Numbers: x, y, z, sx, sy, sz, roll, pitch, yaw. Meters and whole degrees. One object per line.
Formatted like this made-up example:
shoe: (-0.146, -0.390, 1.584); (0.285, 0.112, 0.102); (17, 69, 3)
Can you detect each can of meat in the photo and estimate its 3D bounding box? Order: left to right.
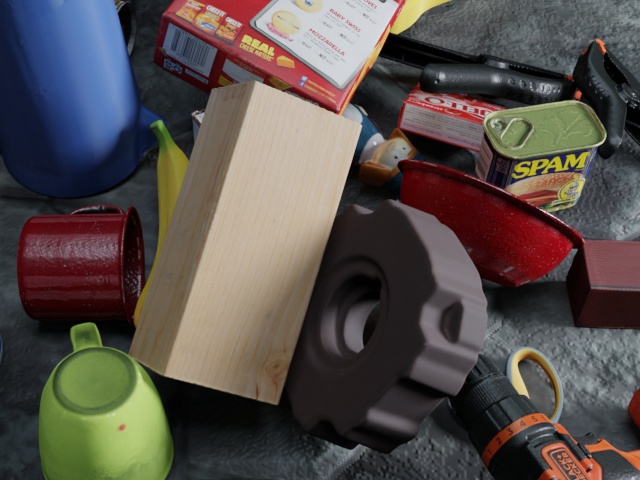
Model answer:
can of meat: (0.185, -0.068, 0.927); (0.102, 0.084, 0.057); (-10, 51, -13)

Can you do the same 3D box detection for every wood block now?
wood block: (-0.055, 0.001, 0.763); (0.090, 0.090, 0.206); (19, 85, -25)

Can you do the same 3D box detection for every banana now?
banana: (-0.123, -0.001, 0.861); (0.037, 0.069, 0.198); (-25, 51, 29)

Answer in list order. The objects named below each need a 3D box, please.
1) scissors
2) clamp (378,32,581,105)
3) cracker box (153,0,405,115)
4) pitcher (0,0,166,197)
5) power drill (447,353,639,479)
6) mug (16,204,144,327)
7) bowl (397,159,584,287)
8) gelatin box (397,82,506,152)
scissors: (0.144, 0.162, 0.771); (0.096, 0.016, 0.201); (2, 49, 0)
clamp: (0.155, -0.151, 0.992); (0.209, 0.036, 0.164); (10, 20, -13)
cracker box: (-0.024, -0.199, 0.935); (0.164, 0.072, 0.213); (28, 53, 0)
pitcher: (-0.230, -0.156, 0.865); (0.149, 0.243, 0.145); (-38, 63, -23)
power drill: (0.192, 0.139, 0.734); (0.187, 0.057, 0.184); (-7, 47, -33)
mug: (-0.183, 0.012, 0.828); (0.081, 0.093, 0.117); (-1, 44, 1)
bowl: (0.124, -0.006, 0.850); (0.162, 0.162, 0.055); (24, 86, 15)
gelatin box: (0.122, -0.114, 0.980); (0.089, 0.030, 0.073); (17, 26, 10)
